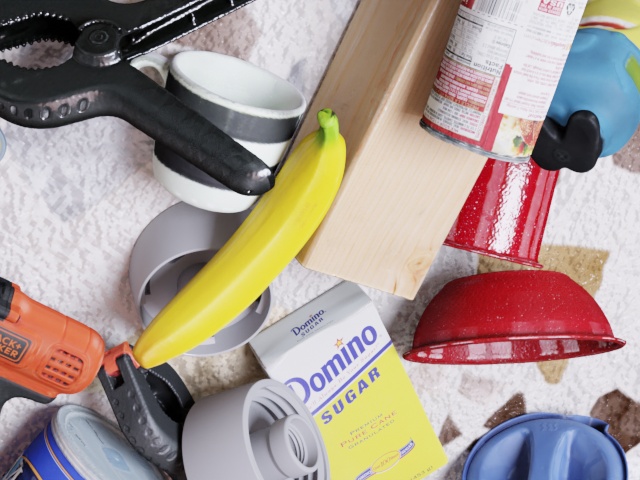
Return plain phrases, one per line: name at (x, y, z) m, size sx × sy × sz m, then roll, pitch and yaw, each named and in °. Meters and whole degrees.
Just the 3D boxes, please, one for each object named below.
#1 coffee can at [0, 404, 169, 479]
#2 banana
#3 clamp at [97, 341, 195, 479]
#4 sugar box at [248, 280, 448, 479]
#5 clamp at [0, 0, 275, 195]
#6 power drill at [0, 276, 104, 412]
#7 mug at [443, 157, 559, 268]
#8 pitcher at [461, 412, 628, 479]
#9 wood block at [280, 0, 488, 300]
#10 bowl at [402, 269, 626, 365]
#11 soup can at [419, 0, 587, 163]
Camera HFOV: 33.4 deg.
coffee can at (-0.181, 0.196, 0.717) m, size 0.140 × 0.103 × 0.102 m, roll -48°, pitch 124°, yaw 4°
banana at (-0.042, 0.000, 0.645) m, size 0.198 × 0.037 × 0.069 m, roll -53°, pitch 149°, yaw 16°
clamp at (-0.093, 0.144, 0.728) m, size 0.039 × 0.120 × 0.171 m, roll -34°, pitch 121°, yaw 11°
sugar box at (0.024, 0.124, 0.808) m, size 0.093 × 0.048 × 0.176 m, roll -31°, pitch 124°, yaw -7°
clamp at (-0.114, -0.109, 0.597) m, size 0.210 × 0.164 × 0.036 m, roll 9°, pitch 149°, yaw 4°
power drill at (-0.253, 0.096, 0.658) m, size 0.184 × 0.057 × 0.188 m, roll 30°, pitch 102°, yaw -21°
mug at (0.124, -0.030, 0.753) m, size 0.117 × 0.093 × 0.081 m, roll 8°, pitch 96°, yaw -67°
pitcher at (0.203, 0.280, 0.916) m, size 0.149 × 0.145 × 0.243 m, roll -15°, pitch 125°, yaw 7°
wood block at (0.054, -0.079, 0.694) m, size 0.090 × 0.090 × 0.206 m, roll 17°, pitch 107°, yaw -30°
bowl at (0.139, 0.057, 0.787) m, size 0.161 × 0.162 × 0.055 m, roll 4°, pitch 76°, yaw -26°
soup can at (0.104, -0.104, 0.608) m, size 0.068 × 0.069 × 0.102 m, roll 8°, pitch 111°, yaw -27°
